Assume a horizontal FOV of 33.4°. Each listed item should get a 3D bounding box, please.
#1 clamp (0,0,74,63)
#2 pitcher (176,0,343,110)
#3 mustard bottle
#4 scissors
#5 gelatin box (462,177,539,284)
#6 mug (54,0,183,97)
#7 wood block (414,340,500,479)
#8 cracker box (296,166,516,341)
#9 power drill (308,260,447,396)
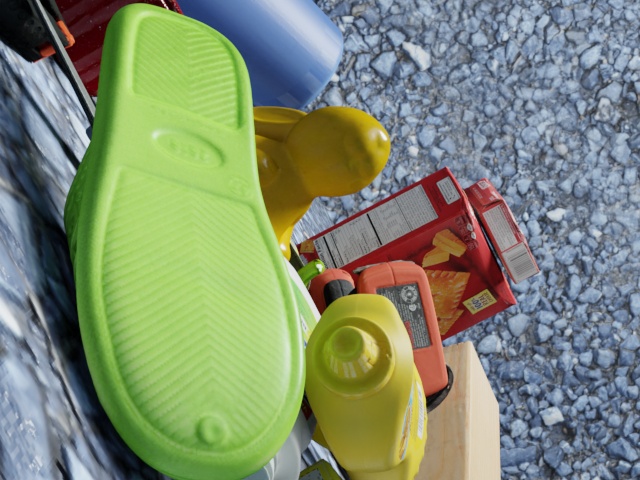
[{"bbox_3d":[-0.188,-0.164,0.574,0.120,0.039,0.171,-93,158,-55],"label":"clamp"},{"bbox_3d":[-0.098,-0.223,0.960,0.242,0.145,0.149,37,53,-33],"label":"pitcher"},{"bbox_3d":[0.027,0.083,0.595,0.191,0.058,0.096,69,22,-68],"label":"mustard bottle"},{"bbox_3d":[-0.118,-0.041,0.603,0.096,0.016,0.201,-107,175,-50],"label":"scissors"},{"bbox_3d":[0.178,-0.011,1.050,0.089,0.030,0.073,60,5,-19],"label":"gelatin box"},{"bbox_3d":[-0.137,-0.142,0.736,0.117,0.081,0.093,59,4,-20],"label":"mug"},{"bbox_3d":[0.111,0.198,0.989,0.206,0.090,0.091,-76,146,-57],"label":"wood block"},{"bbox_3d":[0.068,0.046,1.058,0.164,0.214,0.072,57,8,-44],"label":"cracker box"},{"bbox_3d":[0.040,0.101,0.876,0.188,0.057,0.184,143,-64,-68],"label":"power drill"}]
